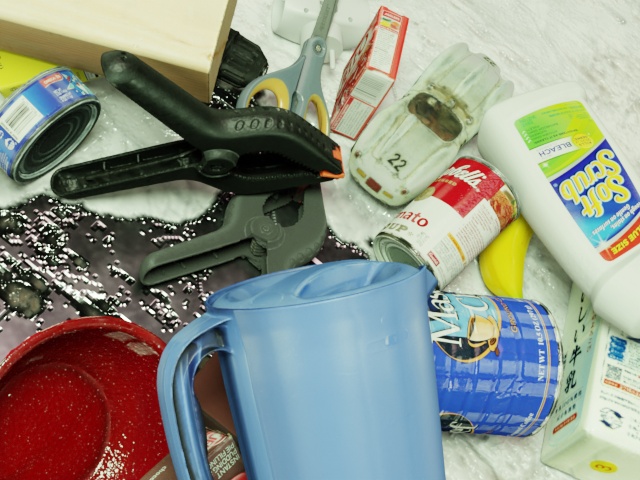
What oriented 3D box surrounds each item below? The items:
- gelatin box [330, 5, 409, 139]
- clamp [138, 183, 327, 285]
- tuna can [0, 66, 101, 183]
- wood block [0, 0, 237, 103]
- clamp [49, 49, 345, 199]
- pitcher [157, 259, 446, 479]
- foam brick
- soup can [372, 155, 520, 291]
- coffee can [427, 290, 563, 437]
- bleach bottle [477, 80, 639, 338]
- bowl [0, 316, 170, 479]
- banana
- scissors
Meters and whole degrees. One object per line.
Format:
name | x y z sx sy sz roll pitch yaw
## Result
gelatin box | 0.039 -0.138 0.886 0.030 0.089 0.073 22 55 -10
clamp | -0.055 0.001 0.800 0.120 0.039 0.171 27 47 -4
tuna can | -0.198 -0.082 0.761 0.034 0.086 0.086 45 55 5
wood block | -0.166 -0.171 0.739 0.206 0.091 0.090 15 82 -4
clamp | -0.077 -0.072 0.751 0.209 0.165 0.036 2 63 -18
pitcher | 0.006 0.138 0.640 0.149 0.145 0.243 -8 97 15
foam brick | -0.058 0.119 0.721 0.078 0.053 0.051 38 55 3
soup can | 0.099 -0.010 0.837 0.068 0.069 0.102 45 68 7
coffee can | 0.087 0.086 0.767 0.140 0.103 0.103 7 59 -19
bleach bottle | 0.220 -0.016 0.826 0.102 0.068 0.251 -17 52 -14
bowl | -0.154 0.123 0.652 0.161 0.055 0.162 -5 97 -40
banana | 0.182 -0.015 0.907 0.069 0.037 0.197 44 55 -10
scissors | -0.021 -0.153 0.867 0.096 0.016 0.202 11 79 -36
